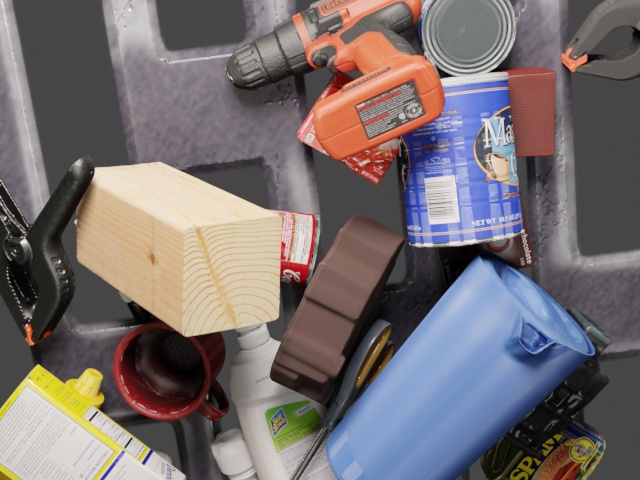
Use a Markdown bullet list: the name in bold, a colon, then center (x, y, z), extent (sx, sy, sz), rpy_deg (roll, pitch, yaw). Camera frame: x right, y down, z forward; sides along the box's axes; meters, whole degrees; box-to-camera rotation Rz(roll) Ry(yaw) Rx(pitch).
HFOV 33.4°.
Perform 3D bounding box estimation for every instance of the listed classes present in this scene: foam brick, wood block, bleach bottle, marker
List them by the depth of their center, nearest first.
- **wood block**: center (-0.127, 0.001, 0.907), extent (0.090, 0.206, 0.091), rpy_deg (-9, 110, -34)
- **foam brick**: center (0.185, -0.119, 0.985), extent (0.053, 0.051, 0.078), rpy_deg (-3, 107, -3)
- **marker**: center (-0.195, 0.029, 1.016), extent (0.020, 0.020, 0.121), rpy_deg (-28, 107, 4)
- **bleach bottle**: center (-0.022, 0.194, 1.055), extent (0.102, 0.068, 0.251), rpy_deg (-26, 104, -30)

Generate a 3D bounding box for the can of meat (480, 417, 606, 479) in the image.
- **can of meat**: center (0.229, 0.217, 1.091), extent (0.084, 0.057, 0.102), rpy_deg (32, 103, -16)

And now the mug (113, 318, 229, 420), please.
- **mug**: center (-0.129, 0.121, 1.006), extent (0.117, 0.081, 0.093), rpy_deg (45, 104, 0)

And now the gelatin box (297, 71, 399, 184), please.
- **gelatin box**: center (0.034, -0.105, 0.987), extent (0.089, 0.030, 0.073), rpy_deg (30, 102, -13)

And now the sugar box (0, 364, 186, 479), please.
- **sugar box**: center (-0.222, 0.206, 0.987), extent (0.176, 0.048, 0.093), rpy_deg (38, 102, -5)

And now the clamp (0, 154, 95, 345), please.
- **clamp**: center (-0.257, 0.000, 0.963), extent (0.165, 0.036, 0.210), rpy_deg (9, 116, 31)

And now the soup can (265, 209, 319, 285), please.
- **soup can**: center (-0.057, 0.001, 0.994), extent (0.102, 0.068, 0.068), rpy_deg (9, 106, -7)

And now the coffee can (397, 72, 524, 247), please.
- **coffee can**: center (0.120, -0.070, 0.935), extent (0.103, 0.103, 0.140), rpy_deg (-7, 95, -3)

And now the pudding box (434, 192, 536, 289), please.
- **pudding box**: center (0.148, -0.020, 1.019), extent (0.090, 0.039, 0.113), rpy_deg (-16, 107, 0)

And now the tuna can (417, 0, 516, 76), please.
- **tuna can**: center (0.131, -0.193, 0.967), extent (0.086, 0.034, 0.086), rpy_deg (-1, 107, -4)

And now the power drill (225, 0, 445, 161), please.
- **power drill**: center (0.014, -0.144, 0.895), extent (0.184, 0.188, 0.057), rpy_deg (-25, 129, 5)

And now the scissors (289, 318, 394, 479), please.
- **scissors**: center (0.021, 0.167, 1.032), extent (0.016, 0.096, 0.202), rpy_deg (29, 94, 22)

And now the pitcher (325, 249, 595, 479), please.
- **pitcher**: center (0.119, 0.134, 0.969), extent (0.149, 0.145, 0.243), rpy_deg (23, 114, -47)
